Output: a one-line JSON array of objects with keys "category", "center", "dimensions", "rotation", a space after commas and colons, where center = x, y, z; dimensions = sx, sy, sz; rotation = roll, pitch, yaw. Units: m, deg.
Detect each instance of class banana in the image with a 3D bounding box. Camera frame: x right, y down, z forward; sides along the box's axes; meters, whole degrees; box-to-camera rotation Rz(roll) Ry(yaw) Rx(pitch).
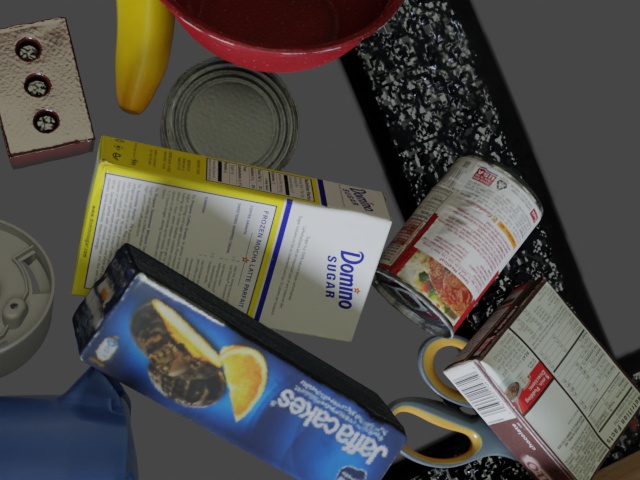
[{"category": "banana", "center": [-0.129, -0.180, 0.670], "dimensions": [0.069, 0.037, 0.198], "rotation": [-24, 89, 4]}]

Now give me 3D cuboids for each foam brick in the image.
[{"category": "foam brick", "center": [-0.170, -0.088, 0.643], "dimensions": [0.053, 0.051, 0.078], "rotation": [-15, 88, -14]}]

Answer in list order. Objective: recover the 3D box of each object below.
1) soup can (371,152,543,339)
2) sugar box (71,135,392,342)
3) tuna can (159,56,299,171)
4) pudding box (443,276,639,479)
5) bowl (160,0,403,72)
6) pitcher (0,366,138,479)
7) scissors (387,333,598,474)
[{"category": "soup can", "center": [0.087, 0.003, 0.684], "dimensions": [0.068, 0.069, 0.102], "rotation": [41, 78, -6]}, {"category": "sugar box", "center": [-0.054, 0.001, 0.646], "dimensions": [0.176, 0.048, 0.093], "rotation": [10, 118, -14]}, {"category": "tuna can", "center": [-0.058, -0.071, 0.675], "dimensions": [0.086, 0.034, 0.086], "rotation": [1, 85, -12]}, {"category": "pudding box", "center": [0.148, 0.094, 0.693], "dimensions": [0.113, 0.039, 0.089], "rotation": [50, 57, -6]}, {"category": "bowl", "center": [-0.029, -0.156, 0.659], "dimensions": [0.162, 0.055, 0.162], "rotation": [4, 55, -6]}, {"category": "pitcher", "center": [-0.222, 0.156, 0.578], "dimensions": [0.242, 0.145, 0.149], "rotation": [2, 50, -9]}, {"category": "scissors", "center": [0.136, 0.120, 0.712], "dimensions": [0.201, 0.016, 0.096], "rotation": [11, 79, -16]}]
